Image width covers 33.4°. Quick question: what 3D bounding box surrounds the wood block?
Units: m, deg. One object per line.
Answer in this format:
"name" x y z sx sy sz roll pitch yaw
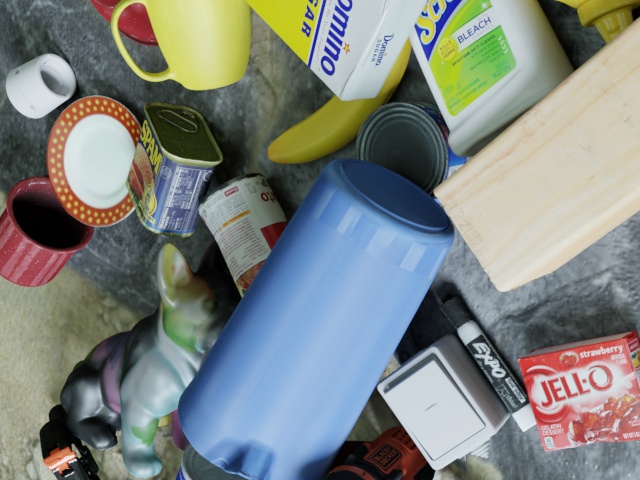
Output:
"wood block" 0.189 -0.062 0.711 0.206 0.090 0.090 -41 74 35

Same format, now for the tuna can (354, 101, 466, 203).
"tuna can" 0.071 -0.066 0.838 0.086 0.033 0.086 8 104 37

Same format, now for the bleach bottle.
"bleach bottle" 0.090 -0.193 0.783 0.103 0.067 0.251 -35 75 37

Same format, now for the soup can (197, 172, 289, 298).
"soup can" -0.056 0.001 0.928 0.069 0.068 0.102 -37 75 36

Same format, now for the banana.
"banana" 0.023 -0.124 0.859 0.070 0.037 0.198 41 125 15

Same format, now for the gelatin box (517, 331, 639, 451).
"gelatin box" 0.195 0.111 0.778 0.089 0.030 0.073 -17 88 38

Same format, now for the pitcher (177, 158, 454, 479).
"pitcher" -0.001 0.059 0.818 0.149 0.144 0.243 47 118 37

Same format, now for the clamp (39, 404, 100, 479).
"clamp" -0.239 0.236 1.069 0.164 0.036 0.210 60 169 6

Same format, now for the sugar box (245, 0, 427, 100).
"sugar box" -0.005 -0.195 0.804 0.176 0.048 0.093 50 131 28

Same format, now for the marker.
"marker" 0.131 0.093 0.831 0.020 0.020 0.121 -44 71 35

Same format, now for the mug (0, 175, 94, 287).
"mug" -0.293 -0.015 1.104 0.082 0.093 0.117 -45 40 39

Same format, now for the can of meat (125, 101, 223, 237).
"can of meat" -0.135 -0.064 0.968 0.102 0.057 0.084 60 136 48

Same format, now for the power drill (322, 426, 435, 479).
"power drill" 0.085 0.226 0.801 0.188 0.184 0.057 32 118 18
